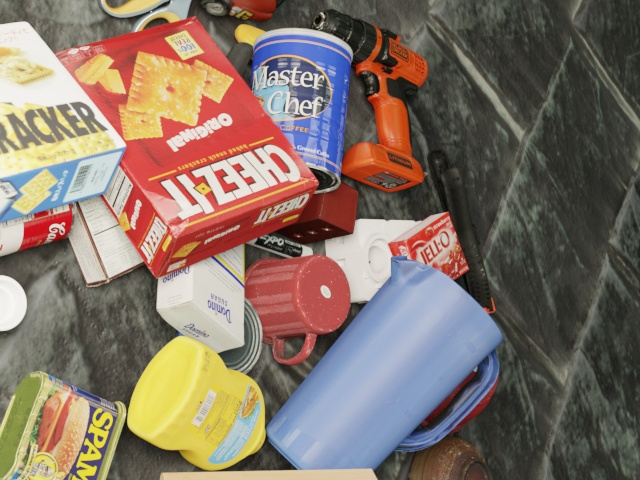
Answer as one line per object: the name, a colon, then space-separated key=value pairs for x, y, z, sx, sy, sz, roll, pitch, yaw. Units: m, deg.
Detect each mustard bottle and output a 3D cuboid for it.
mustard bottle: x=-0.100 y=0.164 z=0.998 sx=0.096 sy=0.058 sz=0.191 roll=-62 pitch=149 yaw=-13

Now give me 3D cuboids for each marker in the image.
marker: x=-0.057 y=0.001 z=1.124 sx=0.120 sy=0.020 sz=0.020 roll=20 pitch=69 yaw=-41

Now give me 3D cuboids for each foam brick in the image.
foam brick: x=-0.006 y=-0.032 z=1.140 sx=0.052 sy=0.078 sz=0.051 roll=25 pitch=64 yaw=-39

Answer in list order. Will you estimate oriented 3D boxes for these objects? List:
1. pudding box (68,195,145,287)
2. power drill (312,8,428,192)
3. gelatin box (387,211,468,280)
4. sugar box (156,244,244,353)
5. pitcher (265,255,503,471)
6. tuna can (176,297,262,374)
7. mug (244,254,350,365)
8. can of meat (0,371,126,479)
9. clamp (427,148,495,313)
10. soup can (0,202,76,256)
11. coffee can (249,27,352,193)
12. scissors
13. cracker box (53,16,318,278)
pudding box: x=-0.192 y=-0.025 z=0.985 sx=0.089 sy=0.039 sz=0.113 roll=-28 pitch=100 yaw=-43
power drill: x=0.060 y=-0.161 z=1.232 sx=0.184 sy=0.057 sz=0.187 roll=18 pitch=65 yaw=-43
gelatin box: x=0.123 y=0.018 z=1.199 sx=0.089 sy=0.030 sz=0.073 roll=-31 pitch=104 yaw=-43
sugar box: x=-0.110 y=0.009 z=1.005 sx=0.093 sy=0.048 sz=0.176 roll=48 pitch=34 yaw=-47
pitcher: x=0.068 y=0.149 z=1.090 sx=0.242 sy=0.149 sz=0.145 roll=-47 pitch=161 yaw=-8
tuna can: x=-0.100 y=0.094 z=1.055 sx=0.085 sy=0.034 sz=0.086 roll=10 pitch=76 yaw=-43
mug: x=-0.025 y=0.070 z=1.099 sx=0.093 sy=0.082 sz=0.117 roll=21 pitch=68 yaw=-40
can of meat: x=-0.224 y=0.171 z=0.905 sx=0.083 sy=0.058 sz=0.102 roll=32 pitch=61 yaw=-33
clamp: x=0.171 y=-0.006 z=1.277 sx=0.164 sy=0.036 sz=0.210 roll=-70 pitch=143 yaw=-83
soup can: x=-0.265 y=-0.022 z=0.891 sx=0.102 sy=0.069 sz=0.068 roll=-20 pitch=96 yaw=-44
coffee can: x=-0.024 y=-0.128 z=1.076 sx=0.102 sy=0.103 sz=0.140 roll=18 pitch=72 yaw=-41
scissors: x=-0.117 y=-0.243 z=1.054 sx=0.201 sy=0.016 sz=0.096 roll=-18 pitch=112 yaw=-16
cracker box: x=-0.129 y=-0.091 z=0.958 sx=0.163 sy=0.072 sz=0.214 roll=-23 pitch=68 yaw=-36
